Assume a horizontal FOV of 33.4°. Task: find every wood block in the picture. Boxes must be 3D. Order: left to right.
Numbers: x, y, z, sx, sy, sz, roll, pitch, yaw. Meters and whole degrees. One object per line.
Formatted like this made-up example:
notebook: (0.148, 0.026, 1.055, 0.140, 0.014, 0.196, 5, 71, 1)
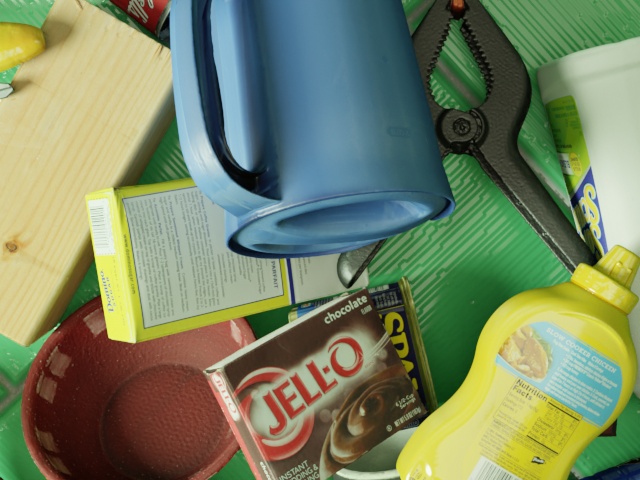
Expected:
wood block: (-0.171, -0.047, 0.697, 0.091, 0.090, 0.206, 30, 94, -4)

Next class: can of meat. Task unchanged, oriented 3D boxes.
can of meat: (0.030, 0.084, 0.725, 0.084, 0.057, 0.102, -13, 95, 3)

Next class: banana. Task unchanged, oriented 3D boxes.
banana: (-0.262, -0.125, 0.660, 0.198, 0.037, 0.069, 16, 55, 28)

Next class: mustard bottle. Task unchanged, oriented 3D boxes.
mustard bottle: (0.134, 0.087, 0.645, 0.096, 0.058, 0.191, 32, 94, -6)

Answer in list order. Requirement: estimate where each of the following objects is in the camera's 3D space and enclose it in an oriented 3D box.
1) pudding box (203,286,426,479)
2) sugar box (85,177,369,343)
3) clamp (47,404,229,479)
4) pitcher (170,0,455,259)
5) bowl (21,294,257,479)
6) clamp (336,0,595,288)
pudding box: (-0.003, 0.093, 0.655, 0.113, 0.039, 0.090, -28, 95, -28)
sugar box: (-0.055, 0.001, 0.681, 0.175, 0.048, 0.093, -11, 96, -36)
clamp: (-0.099, 0.148, 0.733, 0.171, 0.039, 0.120, 6, 63, 7)
pitcher: (-0.014, -0.117, 0.624, 0.145, 0.149, 0.243, -9, 77, -3)
bowl: (-0.111, 0.108, 0.705, 0.162, 0.055, 0.162, -5, 55, 7)
clamp: (0.082, -0.064, 0.700, 0.164, 0.036, 0.210, -8, 81, 0)
